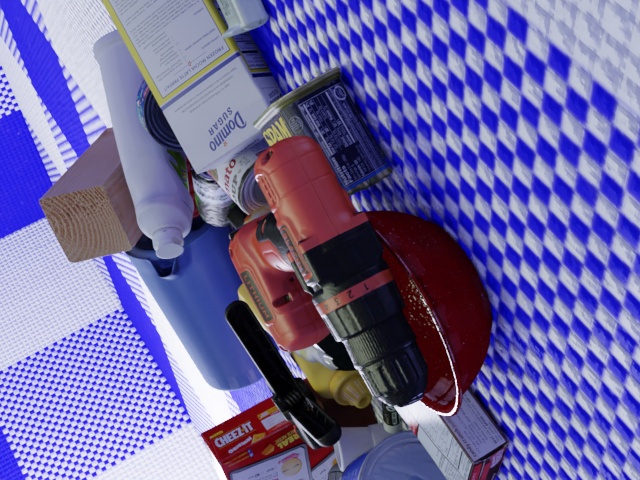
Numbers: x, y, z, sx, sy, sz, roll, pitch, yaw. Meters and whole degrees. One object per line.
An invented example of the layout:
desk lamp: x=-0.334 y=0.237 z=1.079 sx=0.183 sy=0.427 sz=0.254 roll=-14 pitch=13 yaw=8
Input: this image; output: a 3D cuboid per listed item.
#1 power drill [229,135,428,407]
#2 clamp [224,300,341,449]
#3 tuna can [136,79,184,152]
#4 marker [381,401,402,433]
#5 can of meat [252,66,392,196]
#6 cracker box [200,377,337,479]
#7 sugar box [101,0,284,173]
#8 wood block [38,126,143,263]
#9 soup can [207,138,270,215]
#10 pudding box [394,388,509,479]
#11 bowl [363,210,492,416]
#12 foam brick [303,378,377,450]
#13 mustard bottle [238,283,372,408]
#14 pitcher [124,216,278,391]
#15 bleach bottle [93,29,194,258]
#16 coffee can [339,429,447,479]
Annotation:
power drill: x=0.000 y=0.031 z=0.736 sx=0.184 sy=0.057 sz=0.188 roll=65 pitch=162 yaw=3
clamp: x=-0.021 y=0.160 z=1.036 sx=0.165 sy=0.036 sz=0.210 roll=50 pitch=169 yaw=30
tuna can: x=-0.138 y=-0.133 z=1.057 sx=0.034 sy=0.086 sz=0.086 roll=40 pitch=154 yaw=58
marker: x=0.065 y=0.144 z=1.000 sx=0.020 sy=0.020 sz=0.121 roll=51 pitch=162 yaw=35
can of meat: x=0.001 y=-0.068 z=0.774 sx=0.084 sy=0.057 sz=0.102 roll=60 pitch=166 yaw=-3
cracker box: x=-0.030 y=0.283 z=1.279 sx=0.072 sy=0.164 sz=0.213 roll=44 pitch=156 yaw=54
sugar box: x=-0.104 y=-0.155 z=0.898 sx=0.176 sy=0.093 sz=0.048 roll=61 pitch=-153 yaw=0
wood block: x=-0.250 y=-0.067 z=1.320 sx=0.206 sy=0.091 sz=0.090 roll=-67 pitch=-40 yaw=-58
soup can: x=-0.067 y=-0.072 z=0.965 sx=0.102 sy=0.068 sz=0.068 roll=46 pitch=158 yaw=43
pudding box: x=0.100 y=0.140 z=0.850 sx=0.113 sy=0.039 sz=0.090 roll=52 pitch=162 yaw=26
bowl: x=0.069 y=0.039 z=0.736 sx=0.162 sy=0.055 sz=0.162 roll=55 pitch=163 yaw=25
foam brick: x=0.022 y=0.179 z=1.142 sx=0.053 sy=0.051 sz=0.078 roll=36 pitch=150 yaw=58
mustard bottle: x=-0.006 y=0.106 z=1.078 sx=0.096 sy=0.058 sz=0.192 roll=44 pitch=179 yaw=-44
pitcher: x=-0.142 y=0.066 z=1.370 sx=0.145 sy=0.149 sz=0.243 roll=18 pitch=139 yaw=48
bleach bottle: x=-0.178 y=-0.098 z=1.114 sx=0.102 sy=0.068 sz=0.251 roll=49 pitch=-157 yaw=-57
coffee can: x=0.073 y=0.233 z=0.971 sx=0.103 sy=0.102 sz=0.140 roll=59 pitch=165 yaw=11
